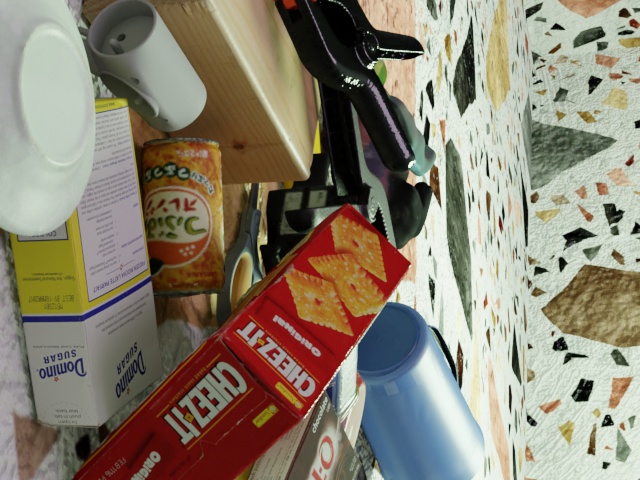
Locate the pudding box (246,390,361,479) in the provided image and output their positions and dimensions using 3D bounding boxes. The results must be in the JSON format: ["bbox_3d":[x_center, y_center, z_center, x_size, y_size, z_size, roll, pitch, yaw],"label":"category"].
[{"bbox_3d":[-0.014,0.179,0.783,0.113,0.039,0.090,-67,145,-44],"label":"pudding box"}]

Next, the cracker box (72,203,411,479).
[{"bbox_3d":[-0.044,0.081,0.672,0.072,0.164,0.213,44,29,1],"label":"cracker box"}]

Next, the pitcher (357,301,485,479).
[{"bbox_3d":[0.101,0.172,1.214,0.149,0.145,0.242,59,-4,46],"label":"pitcher"}]

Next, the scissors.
[{"bbox_3d":[-0.056,0.001,0.919,0.096,0.016,0.201,71,24,-46],"label":"scissors"}]

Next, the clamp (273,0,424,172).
[{"bbox_3d":[0.026,-0.126,0.779,0.171,0.039,0.120,24,54,-47],"label":"clamp"}]

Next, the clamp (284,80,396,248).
[{"bbox_3d":[0.021,-0.023,0.837,0.210,0.036,0.164,67,29,-45],"label":"clamp"}]

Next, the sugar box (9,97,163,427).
[{"bbox_3d":[-0.136,0.009,0.611,0.093,0.048,0.176,-36,125,-71],"label":"sugar box"}]

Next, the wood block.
[{"bbox_3d":[-0.074,-0.131,0.756,0.206,0.091,0.090,60,32,-56],"label":"wood block"}]
